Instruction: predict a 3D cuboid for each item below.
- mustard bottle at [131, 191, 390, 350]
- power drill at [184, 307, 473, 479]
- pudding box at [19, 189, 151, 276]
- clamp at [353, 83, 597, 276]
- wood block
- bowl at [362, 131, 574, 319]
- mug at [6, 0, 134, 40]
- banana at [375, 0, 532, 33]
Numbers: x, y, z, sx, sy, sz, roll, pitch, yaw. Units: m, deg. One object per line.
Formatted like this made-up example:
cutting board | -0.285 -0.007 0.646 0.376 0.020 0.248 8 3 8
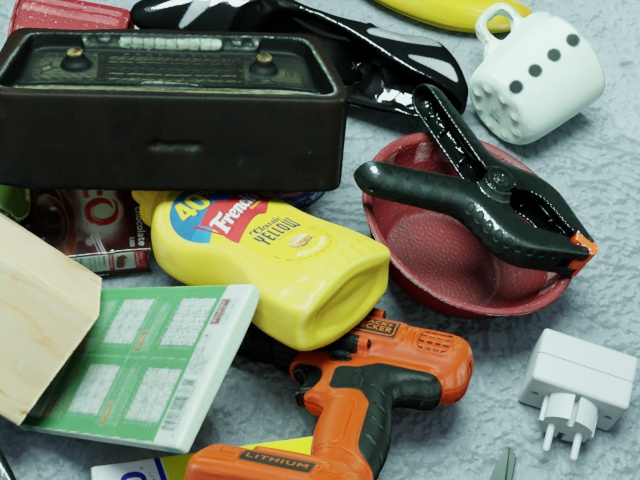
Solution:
mustard bottle | -0.055 0.000 0.711 0.192 0.058 0.096 27 42 31
power drill | -0.012 0.102 0.662 0.185 0.057 0.187 8 33 18
pudding box | -0.173 -0.028 0.781 0.090 0.039 0.113 -7 62 -9
clamp | 0.113 -0.040 0.735 0.171 0.039 0.120 29 53 -6
wood block | -0.248 0.014 0.663 0.206 0.091 0.090 35 94 -16
bowl | 0.097 0.000 0.760 0.162 0.055 0.162 11 50 -14
mug | -0.189 -0.147 0.827 0.081 0.093 0.117 9 24 -4
banana | 0.082 -0.218 0.904 0.198 0.037 0.069 32 65 13
